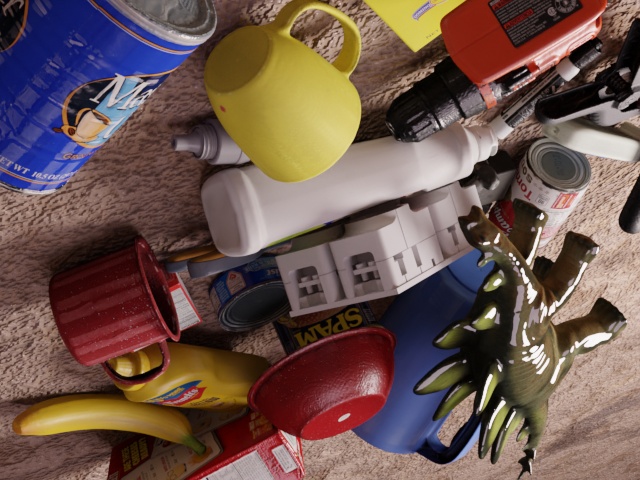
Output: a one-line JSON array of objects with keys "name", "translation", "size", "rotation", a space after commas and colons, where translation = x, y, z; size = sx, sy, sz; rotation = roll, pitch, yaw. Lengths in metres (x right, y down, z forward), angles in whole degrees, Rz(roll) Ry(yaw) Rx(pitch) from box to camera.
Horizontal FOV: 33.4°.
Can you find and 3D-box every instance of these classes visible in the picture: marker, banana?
[{"name": "marker", "translation": [0.196, -0.133, 0.929], "size": [0.020, 0.020, 0.121], "rotation": [10, 136, -48]}, {"name": "banana", "translation": [-0.213, 0.180, 1.082], "size": [0.197, 0.070, 0.037], "rotation": [10, 102, -23]}]

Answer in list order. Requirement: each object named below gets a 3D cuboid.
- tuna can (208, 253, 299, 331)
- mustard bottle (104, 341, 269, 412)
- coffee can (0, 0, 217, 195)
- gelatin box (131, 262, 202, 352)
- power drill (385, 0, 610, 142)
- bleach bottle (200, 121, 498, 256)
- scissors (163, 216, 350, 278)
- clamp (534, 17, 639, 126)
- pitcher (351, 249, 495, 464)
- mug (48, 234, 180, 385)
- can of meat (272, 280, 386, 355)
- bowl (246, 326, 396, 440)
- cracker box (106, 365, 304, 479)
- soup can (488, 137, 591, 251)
[{"name": "tuna can", "translation": [-0.062, 0.050, 1.017], "size": [0.086, 0.034, 0.086], "rotation": [-20, 152, -11]}, {"name": "mustard bottle", "translation": [-0.142, 0.136, 1.071], "size": [0.096, 0.058, 0.191], "rotation": [-21, 157, 30]}, {"name": "coffee can", "translation": [-0.142, -0.107, 0.601], "size": [0.140, 0.103, 0.102], "rotation": [-40, 149, 26]}, {"name": "gelatin box", "translation": [-0.154, 0.061, 0.964], "size": [0.073, 0.030, 0.089], "rotation": [-25, 153, -4]}, {"name": "power drill", "translation": [0.124, -0.135, 0.762], "size": [0.184, 0.057, 0.187], "rotation": [-34, 177, 5]}, {"name": "bleach bottle", "translation": [0.035, -0.052, 0.867], "size": [0.250, 0.068, 0.103], "rotation": [-17, -177, -19]}, {"name": "scissors", "translation": [-0.056, 0.001, 0.945], "size": [0.096, 0.016, 0.201], "rotation": [-5, -169, 37]}, {"name": "clamp", "translation": [0.266, -0.142, 0.933], "size": [0.120, 0.039, 0.171], "rotation": [-37, 163, 33]}, {"name": "pitcher", "translation": [0.126, 0.120, 1.161], "size": [0.149, 0.145, 0.243], "rotation": [21, 128, -10]}, {"name": "mug", "translation": [-0.165, 0.063, 0.876], "size": [0.081, 0.117, 0.093], "rotation": [-21, -170, 1]}, {"name": "can of meat", "translation": [0.003, 0.080, 1.069], "size": [0.102, 0.084, 0.057], "rotation": [-25, 152, -2]}, {"name": "bowl", "translation": [0.012, 0.150, 1.045], "size": [0.162, 0.055, 0.162], "rotation": [-20, 153, -11]}, {"name": "cracker box", "translation": [-0.126, 0.242, 1.162], "size": [0.214, 0.164, 0.072], "rotation": [-29, 109, 4]}, {"name": "soup can", "translation": [0.215, -0.044, 1.048], "size": [0.068, 0.068, 0.102], "rotation": [-12, 149, -24]}]
